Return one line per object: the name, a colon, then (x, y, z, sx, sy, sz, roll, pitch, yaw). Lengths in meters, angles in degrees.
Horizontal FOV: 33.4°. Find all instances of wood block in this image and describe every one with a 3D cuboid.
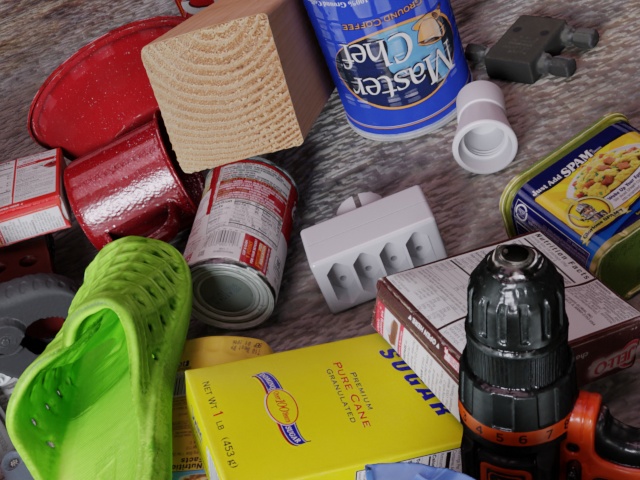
wood block: (-0.049, -0.130, 0.784, 0.090, 0.091, 0.206, -13, 19, 14)

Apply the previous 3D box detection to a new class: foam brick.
foam brick: (-0.224, 0.040, 0.756, 0.078, 0.051, 0.053, -14, 33, -12)

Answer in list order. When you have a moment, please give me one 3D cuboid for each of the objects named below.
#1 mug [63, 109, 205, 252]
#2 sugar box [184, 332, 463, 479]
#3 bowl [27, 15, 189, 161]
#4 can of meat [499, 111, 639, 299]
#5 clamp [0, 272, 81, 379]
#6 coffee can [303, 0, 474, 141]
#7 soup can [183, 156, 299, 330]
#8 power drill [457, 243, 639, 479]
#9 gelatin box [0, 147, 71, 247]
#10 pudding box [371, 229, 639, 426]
mug: (-0.131, -0.029, 0.776, 0.081, 0.093, 0.117, -26, 42, 6)
sugar box: (0.026, 0.093, 0.555, 0.176, 0.048, 0.093, -12, 38, -15)
bowl: (-0.145, -0.102, 0.840, 0.162, 0.162, 0.055, -32, 75, -8)
can of meat: (0.174, -0.019, 0.636, 0.102, 0.057, 0.084, -34, 43, -10)
clamp: (-0.214, 0.050, 0.700, 0.171, 0.120, 0.039, -9, 36, -21)
coffee can: (0.048, -0.158, 0.784, 0.103, 0.140, 0.103, -14, 41, 12)
soup can: (-0.055, 0.001, 0.720, 0.069, 0.068, 0.102, -8, 43, 18)
power drill: (0.150, 0.088, 0.450, 0.188, 0.184, 0.057, 10, 41, 24)
gelatin box: (-0.222, -0.030, 0.784, 0.073, 0.030, 0.089, -17, 31, -4)
pudding box: (0.098, 0.042, 0.560, 0.113, 0.039, 0.090, -14, 38, -26)
